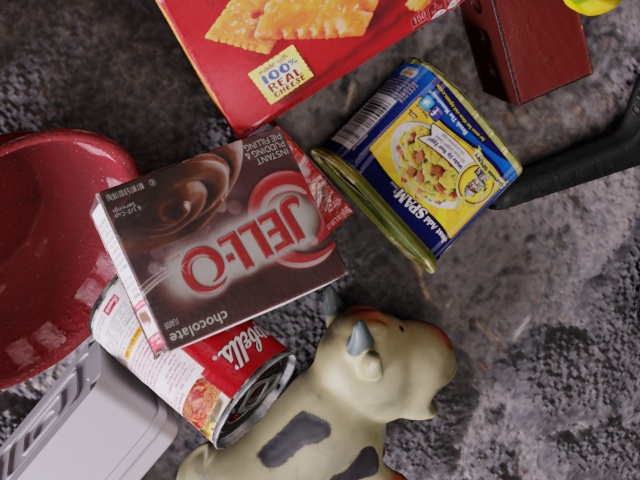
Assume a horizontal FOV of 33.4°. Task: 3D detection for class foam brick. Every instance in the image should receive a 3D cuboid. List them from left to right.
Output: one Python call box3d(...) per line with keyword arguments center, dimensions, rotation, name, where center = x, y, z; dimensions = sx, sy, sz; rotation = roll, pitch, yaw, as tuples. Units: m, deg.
box3d(center=(0.119, -0.128, 0.630), dimensions=(0.051, 0.053, 0.078), rotation=(-23, 112, -7), name="foam brick")

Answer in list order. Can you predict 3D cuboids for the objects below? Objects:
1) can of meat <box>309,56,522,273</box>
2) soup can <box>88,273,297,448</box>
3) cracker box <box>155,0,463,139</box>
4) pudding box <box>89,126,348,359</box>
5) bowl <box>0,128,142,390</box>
box3d(center=(0.059, -0.046, 0.637), dimensions=(0.084, 0.057, 0.102), rotation=(-46, 114, -3), name="can of meat")
box3d(center=(-0.073, 0.060, 0.608), dimensions=(0.102, 0.068, 0.068), rotation=(38, 97, 17), name="soup can")
box3d(center=(-0.017, -0.168, 0.517), dimensions=(0.164, 0.072, 0.213), rotation=(-32, 147, -3), name="cracker box")
box3d(center=(-0.054, 0.001, 0.569), dimensions=(0.113, 0.039, 0.090), rotation=(-23, 84, -22), name="pudding box")
box3d(center=(-0.171, 0.002, 0.570), dimensions=(0.161, 0.055, 0.162), rotation=(-35, 145, -30), name="bowl")
